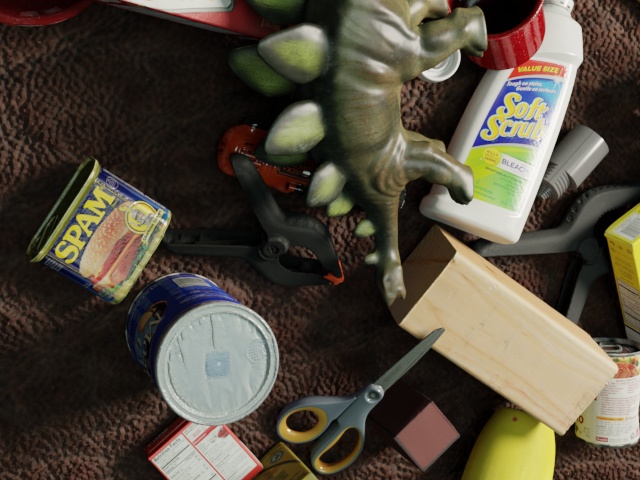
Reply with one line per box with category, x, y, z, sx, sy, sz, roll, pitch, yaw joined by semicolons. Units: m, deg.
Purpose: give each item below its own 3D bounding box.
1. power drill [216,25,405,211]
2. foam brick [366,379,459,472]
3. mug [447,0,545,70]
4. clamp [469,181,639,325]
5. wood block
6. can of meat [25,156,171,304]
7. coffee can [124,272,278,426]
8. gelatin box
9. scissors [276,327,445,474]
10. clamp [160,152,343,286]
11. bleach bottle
power drill;0.013;-0.125;0.974;0.184;0.057;0.188;14;93;-22
foam brick;0.087;0.179;1.039;0.051;0.078;0.053;-43;112;-10
mug;0.167;-0.219;0.983;0.093;0.081;0.117;15;79;21
clamp;0.271;0.018;1.102;0.210;0.036;0.164;-33;110;-8
wood block;0.171;0.086;1.031;0.206;0.091;0.090;35;100;-16
can of meat;-0.189;-0.007;0.920;0.083;0.057;0.102;34;87;-24
coffee can;-0.106;0.090;0.920;0.102;0.140;0.103;-3;100;-20
gelatin box;-0.110;0.203;0.997;0.073;0.030;0.089;-41;109;-8
scissors;0.028;0.140;1.000;0.096;0.016;0.202;23;118;-9
clamp;-0.056;0.001;0.970;0.120;0.039;0.171;-34;124;27
bleach bottle;0.184;-0.128;1.033;0.102;0.068;0.251;20;86;-5
